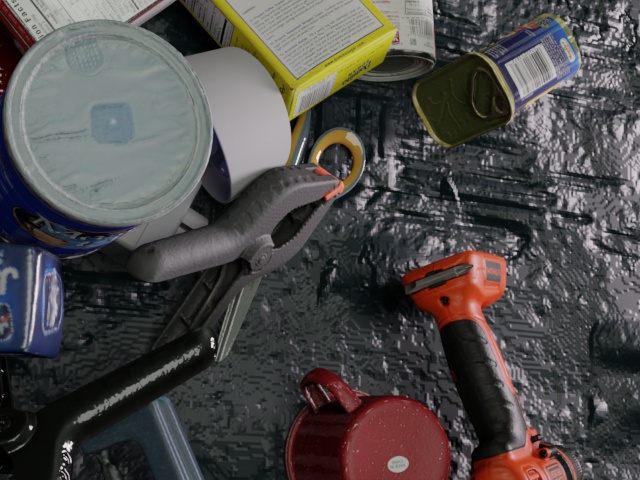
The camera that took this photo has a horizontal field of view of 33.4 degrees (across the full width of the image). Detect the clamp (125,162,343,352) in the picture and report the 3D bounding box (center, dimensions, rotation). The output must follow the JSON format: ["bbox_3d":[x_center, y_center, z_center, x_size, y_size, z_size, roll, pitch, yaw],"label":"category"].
[{"bbox_3d":[-0.054,0.001,0.675,0.039,0.120,0.171,37,71,19],"label":"clamp"}]

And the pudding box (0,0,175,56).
[{"bbox_3d":[-0.147,-0.161,0.644,0.113,0.039,0.090,-40,100,-23],"label":"pudding box"}]

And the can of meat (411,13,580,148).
[{"bbox_3d":[0.131,-0.119,0.793,0.083,0.102,0.057,-32,95,-27],"label":"can of meat"}]

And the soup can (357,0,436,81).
[{"bbox_3d":[0.048,-0.175,0.782,0.068,0.069,0.102,0,82,-25],"label":"soup can"}]

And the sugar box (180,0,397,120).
[{"bbox_3d":[-0.042,-0.173,0.725,0.093,0.048,0.176,-34,74,-25],"label":"sugar box"}]

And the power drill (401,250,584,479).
[{"bbox_3d":[0.128,0.104,0.749,0.184,0.057,0.188,13,56,-65],"label":"power drill"}]

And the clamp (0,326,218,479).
[{"bbox_3d":[-0.156,0.106,0.579,0.165,0.036,0.209,6,46,13],"label":"clamp"}]

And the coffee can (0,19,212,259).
[{"bbox_3d":[-0.129,-0.048,0.577,0.102,0.141,0.103,4,81,-24],"label":"coffee can"}]

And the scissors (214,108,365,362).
[{"bbox_3d":[-0.018,-0.008,0.753,0.096,0.016,0.202,11,77,-23],"label":"scissors"}]

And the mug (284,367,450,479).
[{"bbox_3d":[0.028,0.135,0.713,0.093,0.082,0.117,-33,96,-25],"label":"mug"}]
